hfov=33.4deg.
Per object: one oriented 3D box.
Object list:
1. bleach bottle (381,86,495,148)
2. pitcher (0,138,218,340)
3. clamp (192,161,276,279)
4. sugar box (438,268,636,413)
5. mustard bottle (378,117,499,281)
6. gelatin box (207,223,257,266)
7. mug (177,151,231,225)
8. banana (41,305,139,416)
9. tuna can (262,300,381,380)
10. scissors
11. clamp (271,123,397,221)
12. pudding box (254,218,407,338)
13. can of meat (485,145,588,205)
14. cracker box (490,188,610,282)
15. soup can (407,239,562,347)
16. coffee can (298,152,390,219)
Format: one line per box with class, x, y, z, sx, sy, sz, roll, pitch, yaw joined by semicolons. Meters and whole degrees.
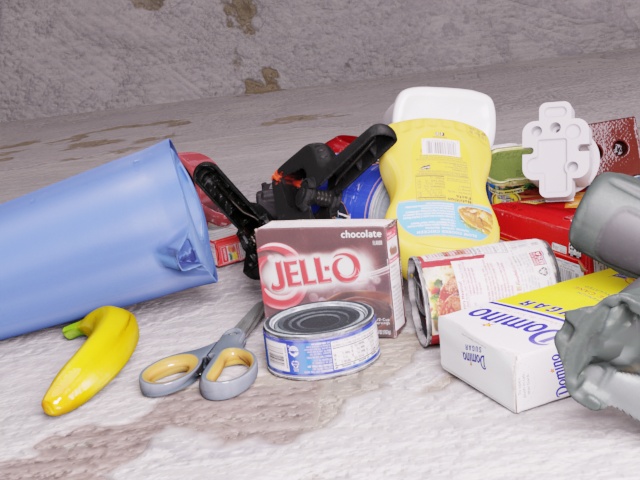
bleach bottle;0.101;-0.113;1.109;0.102;0.068;0.251;1;2;-8
pitcher;-0.221;0.005;0.941;0.243;0.145;0.149;-18;-13;-2
clamp;-0.057;0.001;1.001;0.039;0.120;0.171;-28;-26;13
sugar box;0.178;0.060;0.719;0.176;0.048;0.093;-11;17;-23
mustard bottle;0.099;-0.016;0.891;0.096;0.058;0.191;5;52;-5
gelatin box;-0.096;0.002;1.144;0.073;0.030;0.089;-15;13;-28
mug;-0.144;-0.049;1.155;0.117;0.093;0.081;26;15;15
banana;-0.174;0.087;0.832;0.069;0.037;0.198;-37;12;0
tuna can;0.001;0.072;0.790;0.086;0.034;0.086;-7;13;2
scissors;-0.087;0.083;0.832;0.096;0.016;0.202;-8;13;-2
clamp;0.004;-0.047;0.972;0.036;0.165;0.210;16;14;-23
pudding box;0.008;0.029;0.844;0.114;0.090;0.039;-2;14;20
can of meat;0.206;-0.044;1.021;0.102;0.084;0.057;-5;42;9
cracker box;0.271;-0.007;0.889;0.213;0.072;0.164;-11;13;-16
soup can;0.121;0.038;0.794;0.102;0.068;0.068;-8;13;-5
coffee can;0.055;-0.030;1.039;0.102;0.103;0.141;-15;15;-28
